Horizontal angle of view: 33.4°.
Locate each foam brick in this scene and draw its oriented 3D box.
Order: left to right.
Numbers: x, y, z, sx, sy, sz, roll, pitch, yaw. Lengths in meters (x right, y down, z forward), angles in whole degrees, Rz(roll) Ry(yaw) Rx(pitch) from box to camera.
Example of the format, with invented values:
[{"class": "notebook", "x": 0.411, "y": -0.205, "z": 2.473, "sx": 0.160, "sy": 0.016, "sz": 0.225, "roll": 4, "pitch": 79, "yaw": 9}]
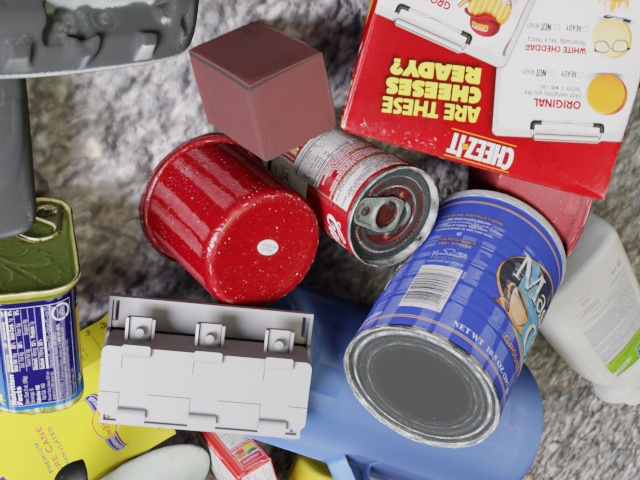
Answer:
[{"class": "foam brick", "x": -0.035, "y": -0.091, "z": 0.640, "sx": 0.053, "sy": 0.078, "sz": 0.051, "roll": -28, "pitch": 127, "yaw": -21}]

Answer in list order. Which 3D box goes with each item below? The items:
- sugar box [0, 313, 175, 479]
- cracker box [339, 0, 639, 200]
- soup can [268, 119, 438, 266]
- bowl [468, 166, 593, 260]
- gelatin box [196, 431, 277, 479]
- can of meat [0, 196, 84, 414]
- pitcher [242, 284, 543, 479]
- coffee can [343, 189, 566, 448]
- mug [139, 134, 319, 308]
[{"class": "sugar box", "x": -0.188, "y": 0.129, "z": 0.678, "sx": 0.176, "sy": 0.048, "sz": 0.093, "roll": -31, "pitch": 130, "yaw": -19}, {"class": "cracker box", "x": 0.116, "y": -0.149, "z": 0.644, "sx": 0.164, "sy": 0.072, "sz": 0.214, "roll": 15, "pitch": 96, "yaw": -2}, {"class": "soup can", "x": 0.019, "y": -0.035, "z": 0.694, "sx": 0.068, "sy": 0.102, "sz": 0.068, "roll": -17, "pitch": 124, "yaw": -27}, {"class": "bowl", "x": 0.144, "y": -0.060, "z": 0.758, "sx": 0.055, "sy": 0.162, "sz": 0.162, "roll": 6, "pitch": 115, "yaw": -7}, {"class": "gelatin box", "x": -0.055, "y": 0.173, "z": 0.780, "sx": 0.030, "sy": 0.073, "sz": 0.089, "roll": -28, "pitch": 129, "yaw": -19}, {"class": "can of meat", "x": -0.164, "y": 0.036, "z": 0.604, "sx": 0.057, "sy": 0.102, "sz": 0.084, "roll": -6, "pitch": 122, "yaw": -14}, {"class": "pitcher", "x": 0.042, "y": 0.122, "z": 0.778, "sx": 0.242, "sy": 0.149, "sz": 0.145, "roll": 23, "pitch": 100, "yaw": -38}, {"class": "coffee can", "x": 0.090, "y": 0.048, "z": 0.693, "sx": 0.140, "sy": 0.103, "sz": 0.103, "roll": -55, "pitch": 142, "yaw": -42}, {"class": "mug", "x": -0.054, "y": 0.001, "z": 0.675, "sx": 0.093, "sy": 0.082, "sz": 0.117, "roll": -16, "pitch": 124, "yaw": -28}]
